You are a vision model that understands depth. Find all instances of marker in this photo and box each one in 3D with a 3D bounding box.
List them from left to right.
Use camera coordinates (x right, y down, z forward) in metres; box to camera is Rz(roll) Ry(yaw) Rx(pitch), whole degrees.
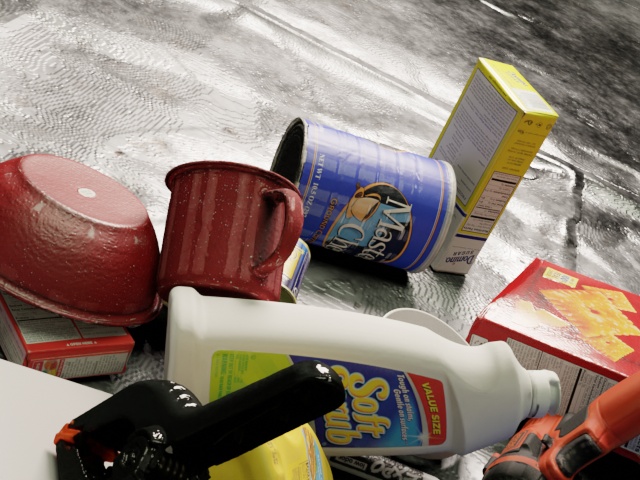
[{"bbox_3d":[0.048,0.156,0.708,0.121,0.020,0.020,22,30,-6],"label":"marker"}]

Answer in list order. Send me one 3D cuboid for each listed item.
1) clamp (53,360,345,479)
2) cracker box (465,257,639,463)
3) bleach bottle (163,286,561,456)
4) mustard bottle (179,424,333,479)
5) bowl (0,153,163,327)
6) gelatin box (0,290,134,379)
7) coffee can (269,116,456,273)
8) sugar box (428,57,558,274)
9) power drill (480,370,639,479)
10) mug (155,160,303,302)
[{"bbox_3d":[-0.060,0.092,0.460,0.172,0.120,0.039,15,-27,53],"label":"clamp"},{"bbox_3d":[0.238,0.097,0.845,0.214,0.072,0.163,21,24,23],"label":"cracker box"},{"bbox_3d":[0.029,0.086,0.669,0.250,0.103,0.068,3,22,-10],"label":"bleach bottle"},{"bbox_3d":[-0.029,0.141,0.576,0.058,0.096,0.191,-1,-8,10],"label":"mustard bottle"},{"bbox_3d":[-0.166,-0.011,0.706,0.162,0.055,0.162,27,17,-9],"label":"bowl"},{"bbox_3d":[-0.173,0.052,0.694,0.073,0.030,0.089,-1,36,-38],"label":"gelatin box"},{"bbox_3d":[0.032,-0.038,0.920,0.140,0.103,0.103,16,31,-16],"label":"coffee can"},{"bbox_3d":[0.140,-0.065,0.971,0.048,0.176,0.093,6,35,-27],"label":"sugar box"},{"bbox_3d":[0.182,0.125,0.685,0.057,0.188,0.184,54,27,4],"label":"power drill"},{"bbox_3d":[-0.055,0.001,0.697,0.093,0.117,0.081,26,63,-41],"label":"mug"}]
